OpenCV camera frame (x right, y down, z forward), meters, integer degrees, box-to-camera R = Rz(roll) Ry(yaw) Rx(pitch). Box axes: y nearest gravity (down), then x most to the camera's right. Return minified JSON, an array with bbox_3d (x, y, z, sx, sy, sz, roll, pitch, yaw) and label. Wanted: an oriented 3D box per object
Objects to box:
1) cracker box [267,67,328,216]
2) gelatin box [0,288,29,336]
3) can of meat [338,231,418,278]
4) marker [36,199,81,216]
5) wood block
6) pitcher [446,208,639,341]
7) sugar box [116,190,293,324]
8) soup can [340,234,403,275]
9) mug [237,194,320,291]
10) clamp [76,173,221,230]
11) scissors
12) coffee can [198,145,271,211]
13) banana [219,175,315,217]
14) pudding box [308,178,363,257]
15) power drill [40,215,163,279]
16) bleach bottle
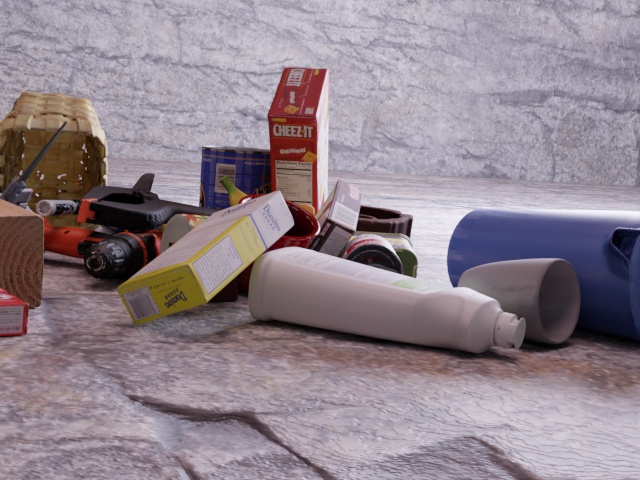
[{"bbox_3d":[-0.029,-0.106,1.455,0.072,0.214,0.164,2,31,5],"label":"cracker box"},{"bbox_3d":[-0.301,0.060,0.901,0.089,0.030,0.073,-1,10,-35],"label":"gelatin box"},{"bbox_3d":[0.065,0.025,1.286,0.102,0.057,0.084,4,10,-2],"label":"can of meat"},{"bbox_3d":[-0.306,-0.039,1.262,0.020,0.020,0.121,5,3,5],"label":"marker"},{"bbox_3d":[-0.353,0.005,1.065,0.090,0.090,0.206,-2,10,-32],"label":"wood block"},{"bbox_3d":[0.264,0.033,1.135,0.243,0.149,0.144,7,22,45],"label":"pitcher"},{"bbox_3d":[-0.104,0.014,1.009,0.094,0.048,0.176,-17,13,34],"label":"sugar box"},{"bbox_3d":[0.055,0.031,1.189,0.068,0.068,0.102,4,7,0],"label":"soup can"},{"bbox_3d":[-0.058,0.001,1.174,0.093,0.082,0.117,15,27,-12],"label":"mug"},{"bbox_3d":[-0.199,-0.037,1.259,0.165,0.036,0.209,22,16,22],"label":"clamp"},{"bbox_3d":[-0.357,-0.051,1.251,0.016,0.201,0.096,39,-12,6],"label":"scissors"},{"bbox_3d":[-0.119,-0.059,1.487,0.103,0.140,0.103,4,7,-1],"label":"coffee can"},{"bbox_3d":[-0.060,-0.028,1.282,0.037,0.069,0.198,-45,34,-20],"label":"banana"},{"bbox_3d":[0.009,-0.010,1.251,0.039,0.090,0.113,29,27,-5],"label":"pudding box"},{"bbox_3d":[-0.280,0.009,1.213,0.188,0.057,0.184,9,4,12],"label":"power drill"},{"bbox_3d":[0.064,0.061,0.993,0.251,0.068,0.102,11,13,28],"label":"bleach bottle"}]
